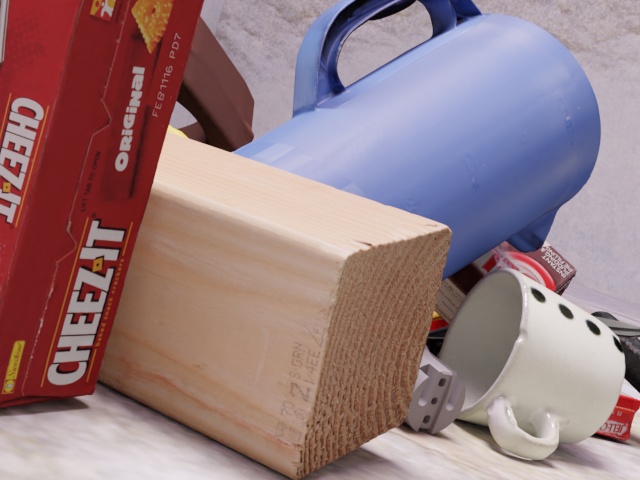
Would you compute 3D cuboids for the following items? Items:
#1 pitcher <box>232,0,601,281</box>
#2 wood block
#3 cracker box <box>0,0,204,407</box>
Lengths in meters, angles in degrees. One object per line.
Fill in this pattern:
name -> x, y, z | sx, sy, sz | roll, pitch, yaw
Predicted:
pitcher -> 0.037, -0.042, 0.588 | 0.149, 0.145, 0.242 | 38, 44, 21
wood block -> -0.062, 0.009, 0.453 | 0.206, 0.090, 0.090 | 20, 17, 29
cracker box -> -0.161, -0.051, 0.411 | 0.214, 0.164, 0.072 | 20, 7, 29
